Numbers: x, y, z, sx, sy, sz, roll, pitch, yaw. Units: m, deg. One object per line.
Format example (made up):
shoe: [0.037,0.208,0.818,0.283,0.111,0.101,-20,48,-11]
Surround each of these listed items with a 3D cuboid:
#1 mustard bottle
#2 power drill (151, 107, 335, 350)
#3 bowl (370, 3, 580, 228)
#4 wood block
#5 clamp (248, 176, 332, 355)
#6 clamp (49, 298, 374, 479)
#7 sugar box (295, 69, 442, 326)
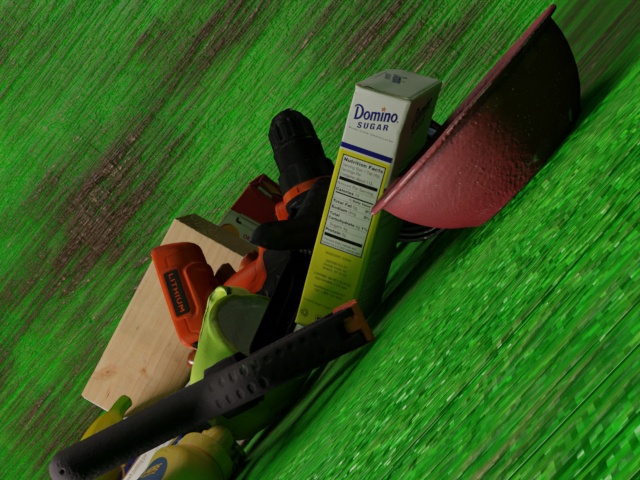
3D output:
mustard bottle: [-0.112,0.188,0.685,0.191,0.058,0.096,-49,0,-44]
power drill: [-0.056,0.001,0.923,0.188,0.184,0.057,-28,-19,26]
bowl: [0.102,-0.060,0.629,0.162,0.055,0.162,-49,0,0]
wood block: [-0.149,0.084,1.100,0.206,0.090,0.091,-61,-2,7]
clamp: [-0.010,0.013,0.800,0.171,0.039,0.120,-41,-30,-54]
clamp: [-0.064,0.097,0.686,0.210,0.036,0.164,-28,-3,24]
sugar box: [0.034,-0.027,0.745,0.093,0.048,0.176,-38,-37,-66]
